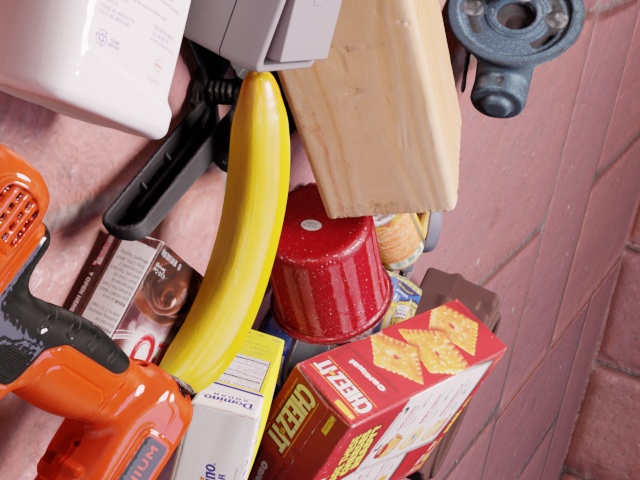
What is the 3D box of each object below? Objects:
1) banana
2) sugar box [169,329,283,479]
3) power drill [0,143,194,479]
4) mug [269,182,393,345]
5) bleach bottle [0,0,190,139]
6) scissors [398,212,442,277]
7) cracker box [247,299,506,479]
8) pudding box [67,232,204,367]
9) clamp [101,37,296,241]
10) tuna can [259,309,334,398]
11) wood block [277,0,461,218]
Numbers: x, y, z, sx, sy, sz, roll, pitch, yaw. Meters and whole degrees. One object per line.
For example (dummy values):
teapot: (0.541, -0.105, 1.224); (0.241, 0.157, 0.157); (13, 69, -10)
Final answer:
banana: (-0.049, 0.006, 0.597); (0.198, 0.037, 0.069); (-71, 161, 2)
sugar box: (-0.060, 0.123, 0.685); (0.176, 0.048, 0.093); (-84, -171, -79)
power drill: (-0.146, 0.077, 0.465); (0.184, 0.057, 0.187); (-56, 141, -19)
mug: (0.001, 0.006, 0.774); (0.081, 0.093, 0.117); (77, 7, -45)
bleach bottle: (-0.077, -0.177, 0.465); (0.102, 0.068, 0.251); (19, 88, -70)
scissors: (0.087, 0.022, 1.011); (0.096, 0.016, 0.202); (-109, -157, -62)
cracker box: (0.034, 0.145, 0.855); (0.213, 0.072, 0.164); (-15, 143, -48)
pudding box: (-0.103, 0.052, 0.613); (0.090, 0.039, 0.113); (-65, 156, -12)
clamp: (-0.055, -0.095, 0.611); (0.209, 0.036, 0.164); (-23, 123, -66)
tuna can: (-0.020, 0.085, 0.841); (0.086, 0.034, 0.086); (-48, 149, -44)
wood block: (0.028, -0.116, 0.654); (0.206, 0.090, 0.090); (70, 22, -47)
